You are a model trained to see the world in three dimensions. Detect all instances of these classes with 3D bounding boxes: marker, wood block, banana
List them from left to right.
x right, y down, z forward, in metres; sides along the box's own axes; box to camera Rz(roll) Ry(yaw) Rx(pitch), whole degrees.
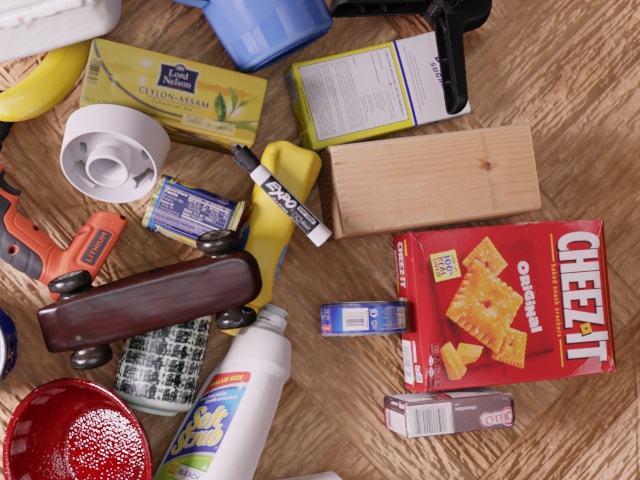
[{"bbox_3d":[-0.258,-0.179,1.026,0.069,0.037,0.197,42,60,-20],"label":"banana"},{"bbox_3d":[-0.038,-0.043,0.992,0.121,0.020,0.020,46,80,-4],"label":"marker"},{"bbox_3d":[0.107,-0.058,1.086,0.206,0.090,0.091,-7,88,-11],"label":"wood block"}]

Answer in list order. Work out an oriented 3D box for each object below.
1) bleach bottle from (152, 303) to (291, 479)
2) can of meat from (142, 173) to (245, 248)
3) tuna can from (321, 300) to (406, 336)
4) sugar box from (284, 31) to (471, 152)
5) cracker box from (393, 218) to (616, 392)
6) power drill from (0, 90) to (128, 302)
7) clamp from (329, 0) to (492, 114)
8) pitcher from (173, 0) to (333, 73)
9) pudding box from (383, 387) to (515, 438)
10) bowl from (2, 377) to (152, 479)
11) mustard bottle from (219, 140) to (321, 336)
[{"bbox_3d":[-0.095,0.179,1.036,0.068,0.103,0.250,37,66,-39],"label":"bleach bottle"},{"bbox_3d":[-0.124,-0.023,1.033,0.084,0.102,0.057,21,84,-7],"label":"can of meat"},{"bbox_3d":[0.043,0.078,1.068,0.086,0.086,0.034,-1,86,-11],"label":"tuna can"},{"bbox_3d":[0.059,-0.154,1.104,0.176,0.048,0.093,-14,90,-15],"label":"sugar box"},{"bbox_3d":[0.191,0.065,1.104,0.213,0.072,0.164,-4,88,-12],"label":"cracker box"},{"bbox_3d":[-0.281,-0.036,1.009,0.187,0.057,0.184,32,56,-13],"label":"power drill"},{"bbox_3d":[0.110,-0.240,1.081,0.164,0.036,0.209,35,55,-8],"label":"clamp"},{"bbox_3d":[-0.096,-0.287,1.039,0.149,0.145,0.243,-27,96,15],"label":"pitcher"},{"bbox_3d":[0.128,0.173,1.078,0.113,0.090,0.039,-2,86,-11],"label":"pudding box"},{"bbox_3d":[-0.217,0.206,1.006,0.162,0.055,0.162,1,92,21],"label":"bowl"},{"bbox_3d":[-0.057,0.001,1.047,0.058,0.096,0.191,21,84,-10],"label":"mustard bottle"}]
